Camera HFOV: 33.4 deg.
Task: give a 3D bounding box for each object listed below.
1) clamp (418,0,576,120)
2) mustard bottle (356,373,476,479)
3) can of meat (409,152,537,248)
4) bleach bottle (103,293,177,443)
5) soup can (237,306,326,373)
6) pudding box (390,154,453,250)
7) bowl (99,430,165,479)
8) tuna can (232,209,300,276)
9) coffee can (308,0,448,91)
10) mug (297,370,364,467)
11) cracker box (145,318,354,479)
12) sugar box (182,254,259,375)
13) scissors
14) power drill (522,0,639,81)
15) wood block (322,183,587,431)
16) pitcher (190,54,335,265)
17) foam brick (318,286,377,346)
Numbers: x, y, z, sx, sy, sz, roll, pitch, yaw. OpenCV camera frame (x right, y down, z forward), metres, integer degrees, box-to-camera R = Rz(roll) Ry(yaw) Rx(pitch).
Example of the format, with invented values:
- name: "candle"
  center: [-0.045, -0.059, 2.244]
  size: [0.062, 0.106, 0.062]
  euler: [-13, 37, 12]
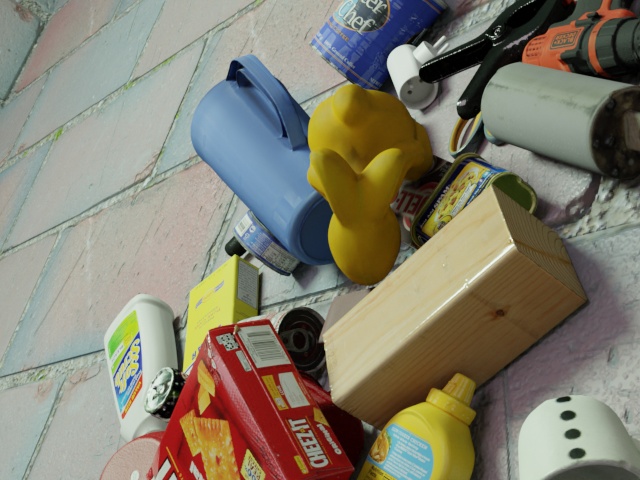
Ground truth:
- name: "clamp"
  center: [0.182, -0.188, 1.061]
  size: [0.172, 0.039, 0.120]
  euler: [-36, 39, 14]
- name: "mustard bottle"
  center: [0.071, 0.193, 0.851]
  size: [0.191, 0.058, 0.096]
  euler: [-60, 29, -6]
- name: "can of meat"
  center: [0.138, -0.022, 0.959]
  size: [0.102, 0.057, 0.084]
  euler: [-55, 20, 3]
- name: "bleach bottle"
  center: [-0.213, 0.175, 1.323]
  size: [0.103, 0.068, 0.251]
  euler: [-50, 31, 14]
- name: "soup can"
  center: [-0.046, 0.109, 1.115]
  size: [0.102, 0.068, 0.068]
  euler: [-17, 47, 52]
- name: "pudding box"
  center: [0.099, -0.040, 1.069]
  size: [0.090, 0.039, 0.114]
  euler: [-57, 28, 0]
- name: "bowl"
  center: [-0.185, 0.263, 1.137]
  size: [0.162, 0.055, 0.162]
  euler: [-19, 46, 21]
- name: "tuna can"
  center: [-0.058, 0.002, 1.227]
  size: [0.034, 0.086, 0.086]
  euler: [-51, 28, 9]
- name: "coffee can"
  center: [0.069, -0.259, 1.277]
  size: [0.140, 0.102, 0.103]
  euler: [-50, 28, 13]
- name: "mug"
  center: [-0.004, 0.169, 0.979]
  size: [0.117, 0.093, 0.082]
  euler: [-27, 24, -24]
- name: "cracker box"
  center: [-0.070, 0.200, 0.919]
  size: [0.164, 0.071, 0.214]
  euler: [57, 137, 34]
- name: "sugar box"
  center: [-0.117, 0.110, 1.253]
  size: [0.093, 0.048, 0.176]
  euler: [-39, 31, 30]
- name: "scissors"
  center: [0.190, -0.168, 1.083]
  size: [0.096, 0.016, 0.201]
  euler: [9, 69, 58]
- name: "power drill"
  center: [0.278, -0.229, 0.960]
  size: [0.185, 0.057, 0.187]
  euler: [6, 66, 60]
- name: "wood block"
  center: [0.106, 0.066, 0.892]
  size: [0.206, 0.090, 0.090]
  euler: [-43, 31, 24]
- name: "pitcher"
  center: [-0.041, -0.088, 1.188]
  size: [0.145, 0.149, 0.243]
  euler: [-52, 45, 11]
- name: "foam brick"
  center: [0.047, 0.082, 1.012]
  size: [0.078, 0.053, 0.051]
  euler: [-17, 48, 50]
